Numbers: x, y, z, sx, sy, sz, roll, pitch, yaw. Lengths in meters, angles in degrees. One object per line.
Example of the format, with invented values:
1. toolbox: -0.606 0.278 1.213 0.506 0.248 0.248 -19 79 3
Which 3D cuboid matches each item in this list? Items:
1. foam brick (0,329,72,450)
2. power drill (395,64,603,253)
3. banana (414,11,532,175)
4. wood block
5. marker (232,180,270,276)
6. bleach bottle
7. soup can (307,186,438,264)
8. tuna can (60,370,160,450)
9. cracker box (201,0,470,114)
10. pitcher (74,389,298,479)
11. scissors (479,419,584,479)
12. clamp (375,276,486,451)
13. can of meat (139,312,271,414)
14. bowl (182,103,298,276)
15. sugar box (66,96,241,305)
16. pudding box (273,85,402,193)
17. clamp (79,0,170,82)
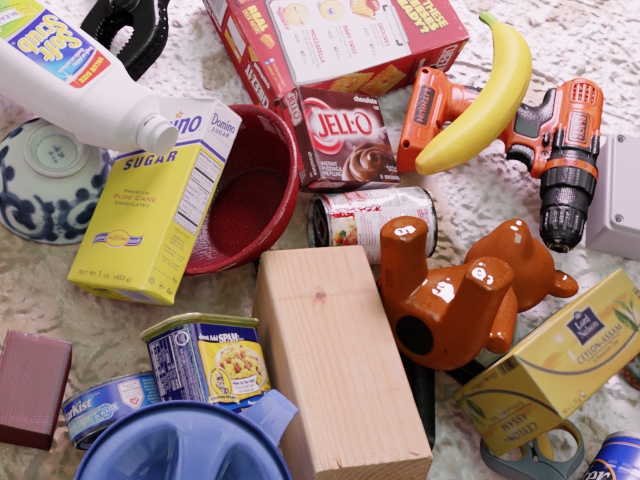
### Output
1. foam brick: -0.229 0.118 0.837 0.051 0.053 0.078 12 62 -8
2. power drill: 0.169 -0.085 1.008 0.187 0.057 0.184 13 62 5
3. banana: 0.151 -0.131 0.980 0.070 0.037 0.197 9 57 28
4. wood block: 0.011 0.111 0.844 0.090 0.090 0.206 -4 48 -14
5. marker: -0.056 0.001 0.953 0.020 0.020 0.121 -11 68 -18
6. bleach bottle: -0.218 -0.143 0.908 0.251 0.068 0.102 31 41 22
7. soup can: 0.046 -0.011 0.955 0.102 0.069 0.068 -6 67 -16
8. tuna can: -0.155 0.133 0.829 0.086 0.086 0.034 -14 71 -19
9. cracker box: 0.011 -0.216 1.044 0.213 0.072 0.164 -21 72 -22
10. pitcher: -0.096 0.198 0.722 0.149 0.243 0.145 -2 66 -14
11. scissors: 0.170 0.199 0.849 0.096 0.016 0.201 -2 23 15
12. clamp: 0.089 0.103 0.924 0.120 0.039 0.171 -22 68 -42
13. can of meat: -0.082 0.106 0.821 0.101 0.058 0.084 12 57 -55
14. bowl: -0.076 -0.035 0.919 0.162 0.055 0.162 -15 60 27
15. sugar box: -0.138 -0.036 0.894 0.093 0.048 0.176 5 71 35
16. pudding box: 0.016 -0.089 0.970 0.113 0.039 0.090 0 71 -49
17. clamp: -0.165 -0.222 0.990 0.165 0.036 0.210 -1 69 25
